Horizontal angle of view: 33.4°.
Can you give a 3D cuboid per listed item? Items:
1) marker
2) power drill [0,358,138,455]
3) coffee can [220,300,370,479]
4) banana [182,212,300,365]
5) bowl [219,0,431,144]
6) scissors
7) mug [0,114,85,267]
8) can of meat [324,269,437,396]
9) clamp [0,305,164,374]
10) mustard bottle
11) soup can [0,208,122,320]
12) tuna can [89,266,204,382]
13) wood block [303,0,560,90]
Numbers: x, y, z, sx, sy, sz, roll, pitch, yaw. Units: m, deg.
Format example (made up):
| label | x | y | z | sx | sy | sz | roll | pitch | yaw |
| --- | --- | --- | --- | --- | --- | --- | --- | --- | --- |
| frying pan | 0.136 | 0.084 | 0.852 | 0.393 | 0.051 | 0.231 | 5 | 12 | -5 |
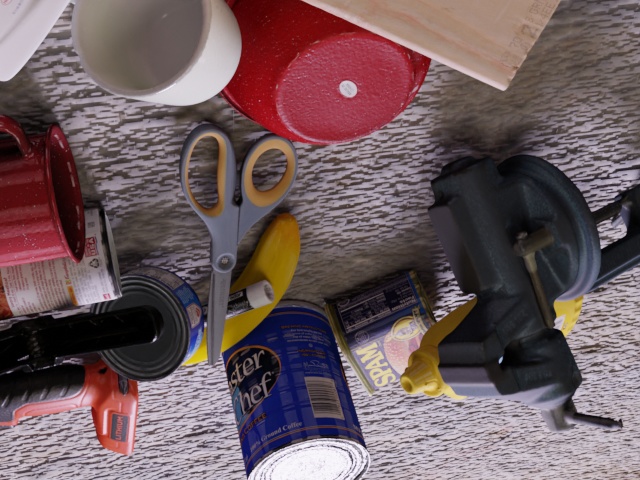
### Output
| label | x | y | z | sx | sy | sz | roll | pitch | yaw |
| --- | --- | --- | --- | --- | --- | --- | --- | --- | --- |
| marker | -0.092 | 0.060 | 0.845 | 0.121 | 0.020 | 0.020 | -22 | 140 | 21 |
| power drill | -0.252 | 0.152 | 0.907 | 0.187 | 0.057 | 0.185 | -2 | 139 | -17 |
| coffee can | -0.024 | 0.136 | 0.900 | 0.102 | 0.140 | 0.103 | -9 | 139 | -8 |
| banana | -0.076 | 0.052 | 0.868 | 0.198 | 0.037 | 0.069 | -37 | 136 | 22 |
| bowl | 0.009 | -0.115 | 0.695 | 0.162 | 0.055 | 0.162 | -10 | 139 | -9 |
| scissors | -0.055 | 0.001 | 0.794 | 0.096 | 0.016 | 0.202 | -17 | 124 | -13 |
| mug | -0.207 | -0.033 | 0.692 | 0.081 | 0.093 | 0.117 | -9 | 138 | -1 |
| can of meat | 0.061 | 0.080 | 0.932 | 0.084 | 0.057 | 0.102 | -24 | 140 | 5 |
| clamp | -0.210 | 0.076 | 0.754 | 0.164 | 0.036 | 0.210 | -13 | -178 | -21 |
| mustard bottle | 0.140 | 0.083 | 0.899 | 0.191 | 0.058 | 0.096 | -24 | 143 | -36 |
| soup can | -0.199 | 0.018 | 0.767 | 0.102 | 0.068 | 0.068 | -11 | 139 | -8 |
| tuna can | -0.134 | 0.064 | 0.829 | 0.086 | 0.033 | 0.086 | 4 | 104 | 17 |
| wood block | 0.018 | -0.167 | 0.533 | 0.206 | 0.091 | 0.090 | 21 | 117 | -17 |
